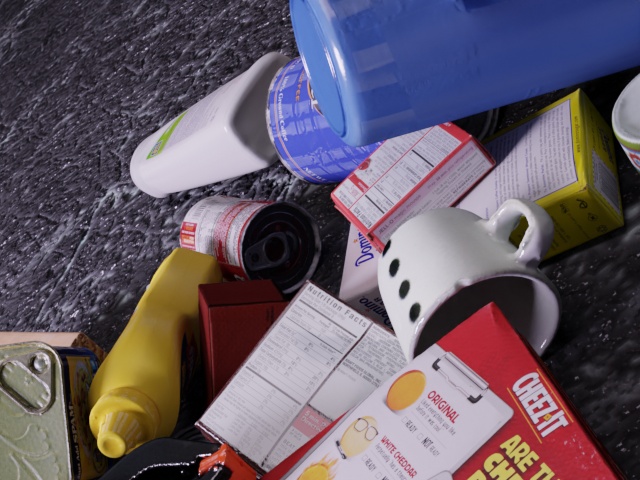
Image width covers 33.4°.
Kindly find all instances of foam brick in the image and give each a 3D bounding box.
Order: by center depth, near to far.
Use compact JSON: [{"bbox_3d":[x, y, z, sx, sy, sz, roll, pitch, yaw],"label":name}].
[{"bbox_3d":[-0.048,0.070,0.679,0.053,0.078,0.051,-4,13,-13],"label":"foam brick"}]

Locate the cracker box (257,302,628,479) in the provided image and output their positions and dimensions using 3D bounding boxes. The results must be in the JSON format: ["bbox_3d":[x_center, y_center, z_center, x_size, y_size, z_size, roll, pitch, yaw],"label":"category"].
[{"bbox_3d":[0.039,0.152,0.488,0.214,0.072,0.164,-38,30,8],"label":"cracker box"}]

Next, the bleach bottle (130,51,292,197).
[{"bbox_3d":[-0.108,-0.094,0.987,0.251,0.068,0.102,-12,39,56],"label":"bleach bottle"}]

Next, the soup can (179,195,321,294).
[{"bbox_3d":[-0.055,0.001,0.805,0.068,0.068,0.102,-54,30,-17],"label":"soup can"}]

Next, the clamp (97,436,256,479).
[{"bbox_3d":[-0.112,0.160,0.550,0.172,0.039,0.120,-25,46,23],"label":"clamp"}]

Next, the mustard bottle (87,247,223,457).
[{"bbox_3d":[-0.110,0.083,0.707,0.191,0.058,0.096,-72,-1,-67],"label":"mustard bottle"}]

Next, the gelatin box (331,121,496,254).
[{"bbox_3d":[0.055,-0.037,0.664,0.089,0.030,0.073,-44,28,3],"label":"gelatin box"}]

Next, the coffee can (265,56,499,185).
[{"bbox_3d":[0.043,-0.099,0.775,0.141,0.102,0.102,-7,46,48],"label":"coffee can"}]

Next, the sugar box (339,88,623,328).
[{"bbox_3d":[0.096,-0.015,0.661,0.176,0.048,0.093,-29,32,32],"label":"sugar box"}]

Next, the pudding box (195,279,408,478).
[{"bbox_3d":[-0.003,0.091,0.616,0.090,0.039,0.113,31,73,29],"label":"pudding box"}]

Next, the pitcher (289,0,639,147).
[{"bbox_3d":[0.110,-0.145,0.624,0.242,0.149,0.145,-20,37,-6],"label":"pitcher"}]

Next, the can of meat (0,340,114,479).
[{"bbox_3d":[-0.172,0.116,0.680,0.057,0.084,0.102,-9,82,8],"label":"can of meat"}]
